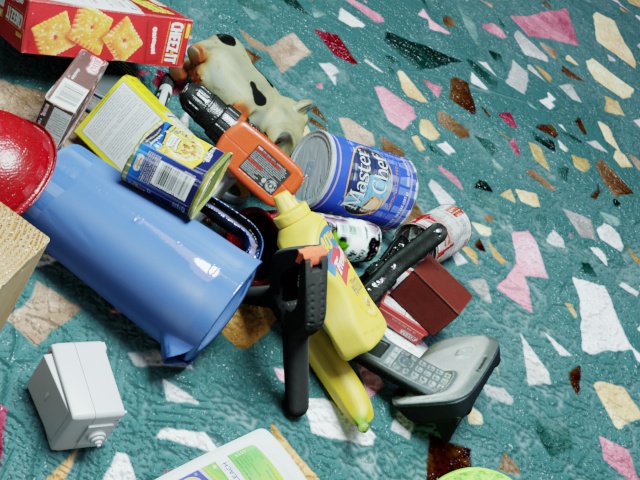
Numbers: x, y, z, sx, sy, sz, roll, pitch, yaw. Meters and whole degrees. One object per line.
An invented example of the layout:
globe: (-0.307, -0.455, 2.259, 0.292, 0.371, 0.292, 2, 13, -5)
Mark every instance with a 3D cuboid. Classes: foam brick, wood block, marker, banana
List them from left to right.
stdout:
wood block: (-0.316, 0.058, 0.884, 0.091, 0.206, 0.090, 37, 38, -2)
marker: (-0.203, -0.176, 1.361, 0.020, 0.020, 0.121, 25, 40, -16)
banana: (0.008, 0.132, 1.187, 0.037, 0.069, 0.198, -32, 67, -9)
foam brick: (0.137, 0.067, 1.312, 0.078, 0.051, 0.052, 45, 37, 5)

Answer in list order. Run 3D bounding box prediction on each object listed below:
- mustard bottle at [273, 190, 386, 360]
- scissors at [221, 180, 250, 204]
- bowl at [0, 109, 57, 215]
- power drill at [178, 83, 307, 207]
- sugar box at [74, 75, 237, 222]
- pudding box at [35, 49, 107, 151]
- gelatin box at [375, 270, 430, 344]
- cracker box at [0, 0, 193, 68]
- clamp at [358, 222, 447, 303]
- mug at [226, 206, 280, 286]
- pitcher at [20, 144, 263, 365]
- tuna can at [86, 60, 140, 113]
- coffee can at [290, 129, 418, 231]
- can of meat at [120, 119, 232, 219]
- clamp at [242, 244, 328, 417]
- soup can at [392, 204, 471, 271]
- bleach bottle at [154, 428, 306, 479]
mustard bottle: (0.003, 0.032, 1.171, 0.191, 0.058, 0.096, 60, 20, -8)
scissors: (-0.165, -0.092, 1.310, 0.201, 0.016, 0.096, 7, 48, -33)
bowl: (-0.345, -0.079, 1.047, 0.162, 0.055, 0.162, -9, 51, 11)
power drill: (-0.091, -0.113, 1.260, 0.184, 0.057, 0.188, 39, 6, -14)
sugar box: (-0.189, -0.098, 1.233, 0.176, 0.093, 0.048, 45, 12, 5)
pudding box: (-0.289, -0.152, 1.212, 0.039, 0.090, 0.113, 30, 39, -9)
gelatin box: (0.107, 0.079, 1.344, 0.073, 0.030, 0.089, 33, 39, -9)
cracker box: (-0.291, -0.271, 1.303, 0.213, 0.072, 0.164, 0, 26, -39)
clamp: (0.080, 0.038, 1.286, 0.039, 0.120, 0.171, 45, 62, -3)
mug: (-0.058, 0.002, 1.255, 0.117, 0.093, 0.081, 21, 18, 39)
pitcher: (-0.185, 0.003, 1.110, 0.243, 0.145, 0.149, 36, 12, 2)
tuna can: (-0.266, -0.190, 1.314, 0.086, 0.034, 0.086, 21, 41, -20)
coffee can: (0.041, -0.076, 1.380, 0.140, 0.103, 0.103, 15, 44, -33)
can of meat: (-0.147, -0.076, 1.097, 0.084, 0.057, 0.102, 28, 23, -1)
clamp: (-0.028, 0.080, 1.109, 0.036, 0.210, 0.164, -12, 65, -25)
soup can: (0.151, -0.004, 1.432, 0.068, 0.069, 0.102, 48, 39, 12)
bleach bottle: (-0.123, 0.259, 0.956, 0.250, 0.068, 0.103, -20, 65, -45)
